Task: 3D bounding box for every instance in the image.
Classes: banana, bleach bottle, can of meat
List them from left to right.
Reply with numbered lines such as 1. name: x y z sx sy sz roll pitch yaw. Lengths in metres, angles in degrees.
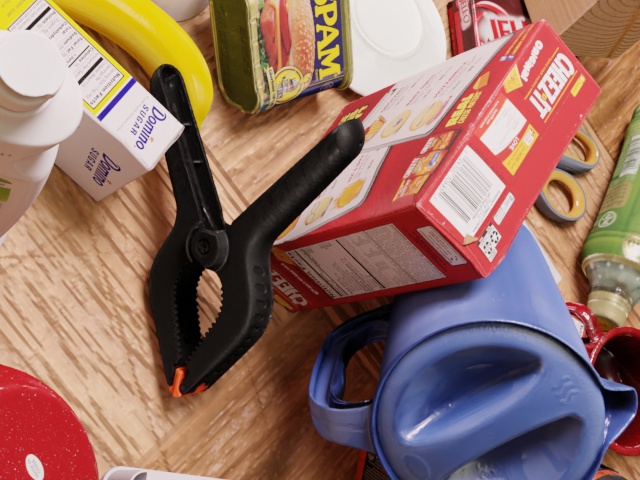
1. bleach bottle: -0.174 -0.047 0.537 0.102 0.251 0.068 15 72 -29
2. banana: -0.139 -0.140 0.706 0.197 0.037 0.069 38 62 -19
3. can of meat: -0.028 -0.146 0.749 0.083 0.058 0.102 -23 123 -31

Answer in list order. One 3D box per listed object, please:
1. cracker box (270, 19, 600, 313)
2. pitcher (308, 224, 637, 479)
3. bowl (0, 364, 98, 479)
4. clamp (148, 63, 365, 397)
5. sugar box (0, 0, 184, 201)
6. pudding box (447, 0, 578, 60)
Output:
1. cracker box: 0.058 -0.040 0.701 0.072 0.214 0.164 45 61 -18
2. pitcher: 0.093 0.064 0.698 0.149 0.145 0.242 36 19 -8
3. bowl: -0.174 0.130 0.580 0.162 0.055 0.162 36 42 -40
4. clamp: -0.054 0.001 0.669 0.036 0.165 0.210 -1 102 -55
5. sugar box: -0.173 -0.104 0.645 0.176 0.094 0.048 42 62 -19
6. pudding box: 0.164 -0.158 0.896 0.113 0.039 0.090 2 77 -32
